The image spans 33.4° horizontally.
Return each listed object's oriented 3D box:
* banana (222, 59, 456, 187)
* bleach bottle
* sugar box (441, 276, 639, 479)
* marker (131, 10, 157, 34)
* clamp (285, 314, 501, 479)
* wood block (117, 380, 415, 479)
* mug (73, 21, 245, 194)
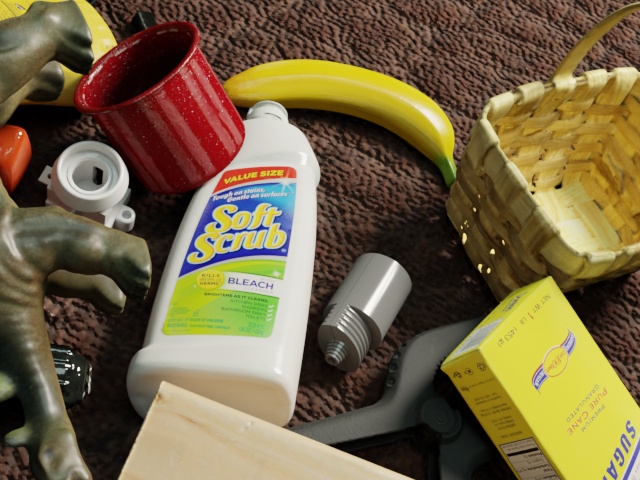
[{"bbox_3d":[0.024,-0.105,0.822,0.197,0.037,0.069,19,51,-7],"label":"banana"},{"bbox_3d":[-0.055,0.001,0.702,0.102,0.068,0.250,3,49,2],"label":"bleach bottle"},{"bbox_3d":[0.159,0.121,0.674,0.093,0.048,0.176,-38,92,-38],"label":"sugar box"},{"bbox_3d":[-0.115,-0.125,0.797,0.020,0.020,0.121,-12,61,-27],"label":"marker"},{"bbox_3d":[0.075,0.129,0.676,0.164,0.036,0.209,44,57,10],"label":"clamp"},{"bbox_3d":[-0.006,0.162,0.568,0.206,0.091,0.090,21,66,1],"label":"wood block"},{"bbox_3d":[-0.101,-0.092,0.716,0.093,0.081,0.117,-17,38,19],"label":"mug"}]
